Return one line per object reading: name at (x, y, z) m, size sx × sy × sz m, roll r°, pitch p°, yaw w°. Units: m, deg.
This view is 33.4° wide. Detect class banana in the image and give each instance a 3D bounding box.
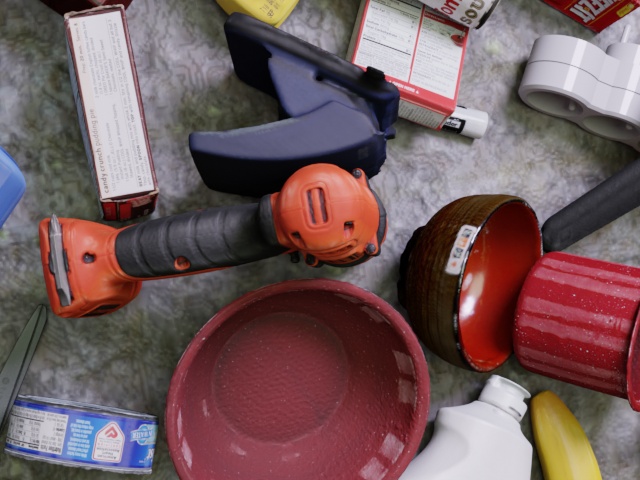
banana at (0.155, 0.201, 0.697) m, size 0.069 × 0.037 × 0.198 m, roll 14°, pitch 82°, yaw -11°

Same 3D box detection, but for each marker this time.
marker at (0.053, -0.092, 0.714) m, size 0.121 × 0.020 × 0.020 m, roll 14°, pitch 82°, yaw -10°

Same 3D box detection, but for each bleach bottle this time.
bleach bottle at (0.055, 0.195, 0.665) m, size 0.102 × 0.068 × 0.250 m, roll 32°, pitch 77°, yaw -9°

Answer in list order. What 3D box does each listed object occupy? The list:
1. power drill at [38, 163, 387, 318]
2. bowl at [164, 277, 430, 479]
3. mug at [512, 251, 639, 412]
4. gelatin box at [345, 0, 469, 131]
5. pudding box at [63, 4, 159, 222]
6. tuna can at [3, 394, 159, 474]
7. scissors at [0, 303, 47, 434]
power drill at (-0.054, 0.001, 0.625) m, size 0.188 × 0.184 × 0.057 m, roll -12°, pitch 83°, yaw 7°
bowl at (-0.018, 0.094, 0.649) m, size 0.162 × 0.055 × 0.162 m, roll -4°, pitch 105°, yaw -15°
mug at (0.182, 0.050, 0.687) m, size 0.117 × 0.082 × 0.093 m, roll -28°, pitch 122°, yaw -48°
gelatin box at (0.056, -0.124, 0.700) m, size 0.073 × 0.030 × 0.089 m, roll 19°, pitch 60°, yaw -10°
pudding box at (-0.124, -0.072, 0.639) m, size 0.039 × 0.090 × 0.113 m, roll -13°, pitch 87°, yaw -12°
tuna can at (-0.138, 0.112, 0.620) m, size 0.086 × 0.086 × 0.034 m, roll 11°, pitch 81°, yaw -11°
scissors at (-0.194, 0.146, 0.641) m, size 0.096 × 0.016 × 0.201 m, roll 39°, pitch 78°, yaw -7°
